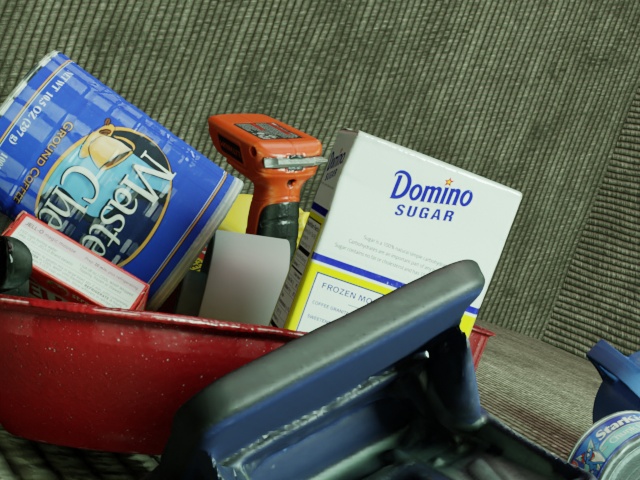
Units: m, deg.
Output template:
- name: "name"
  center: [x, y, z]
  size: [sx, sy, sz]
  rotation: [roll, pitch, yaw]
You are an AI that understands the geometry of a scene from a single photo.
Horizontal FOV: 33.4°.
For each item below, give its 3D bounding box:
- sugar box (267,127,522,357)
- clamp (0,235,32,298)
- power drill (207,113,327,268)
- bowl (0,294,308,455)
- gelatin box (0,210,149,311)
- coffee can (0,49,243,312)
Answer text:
- name: "sugar box"
  center: [0.025, 0.041, 0.536]
  size: [0.093, 0.176, 0.048]
  rotation: [20, 2, -14]
- name: "clamp"
  center: [-0.187, 0.020, 0.548]
  size: [0.120, 0.039, 0.171]
  rotation: [6, -7, 6]
- name: "power drill"
  center: [-0.055, 0.001, 0.819]
  size: [0.057, 0.188, 0.185]
  rotation: [-7, 21, -30]
- name: "bowl"
  center: [-0.083, 0.057, 0.450]
  size: [0.162, 0.055, 0.162]
  rotation: [6, -5, 0]
- name: "gelatin box"
  center: [-0.148, 0.030, 0.632]
  size: [0.089, 0.030, 0.073]
  rotation: [29, -30, 2]
- name: "coffee can"
  center: [-0.133, -0.035, 0.658]
  size: [0.140, 0.103, 0.103]
  rotation: [36, -1, -8]
